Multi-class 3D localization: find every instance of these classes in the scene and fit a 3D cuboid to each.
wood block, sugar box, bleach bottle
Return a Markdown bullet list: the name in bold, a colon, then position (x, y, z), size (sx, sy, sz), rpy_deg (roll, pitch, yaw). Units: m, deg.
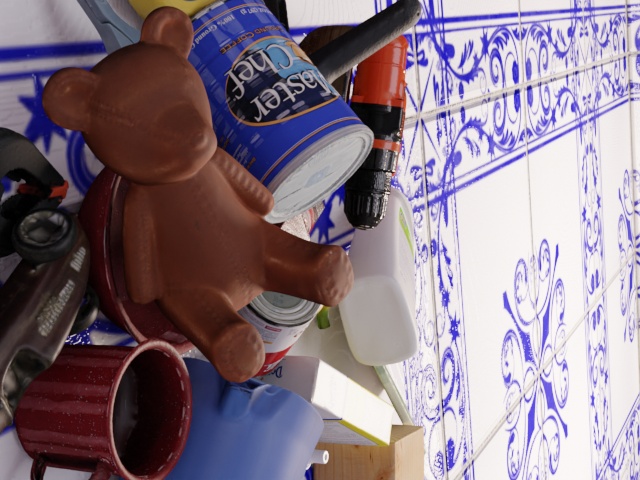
- **wood block**: position (0.050, 0.295, 1.079), size (0.090, 0.090, 0.206), rpy_deg (-3, 92, -64)
- **sugar box**: position (-0.009, 0.143, 0.952), size (0.176, 0.093, 0.048), rpy_deg (45, 50, -56)
- **bleach bottle**: position (0.068, 0.019, 1.103), size (0.250, 0.068, 0.102), rpy_deg (-75, 151, -62)

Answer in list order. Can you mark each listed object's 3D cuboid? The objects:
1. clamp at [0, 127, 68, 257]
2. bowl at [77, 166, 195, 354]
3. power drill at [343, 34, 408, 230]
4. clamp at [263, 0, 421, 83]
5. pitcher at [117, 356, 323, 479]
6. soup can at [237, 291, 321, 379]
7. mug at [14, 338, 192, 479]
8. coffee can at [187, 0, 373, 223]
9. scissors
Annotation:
- **clamp**: position (-0.207, -0.016, 0.609), size (0.171, 0.039, 0.120), rpy_deg (8, 96, -67)
- **bowl**: position (-0.125, 0.001, 0.757), size (0.161, 0.055, 0.162), rpy_deg (0, 90, -64)
- **power drill**: position (0.054, -0.102, 1.047), size (0.187, 0.057, 0.184), rpy_deg (-22, 121, -88)
- **clamp**: position (-0.016, -0.136, 0.892), size (0.036, 0.165, 0.210), rpy_deg (52, 54, -46)
- **pitcher**: position (-0.095, 0.219, 0.754), size (0.149, 0.145, 0.242), rpy_deg (46, 52, -39)
- **soup can**: position (-0.045, 0.058, 0.832), size (0.102, 0.068, 0.068), rpy_deg (-56, -169, 54)
- **mug**: position (-0.145, 0.118, 0.684), size (0.093, 0.082, 0.117), rpy_deg (63, 36, -43)
- **coffee can**: position (-0.042, -0.098, 0.798), size (0.140, 0.103, 0.102), rpy_deg (52, 22, 15)
- **scissors**: position (-0.142, -0.155, 0.715), size (0.202, 0.016, 0.096), rpy_deg (61, 16, -6)
